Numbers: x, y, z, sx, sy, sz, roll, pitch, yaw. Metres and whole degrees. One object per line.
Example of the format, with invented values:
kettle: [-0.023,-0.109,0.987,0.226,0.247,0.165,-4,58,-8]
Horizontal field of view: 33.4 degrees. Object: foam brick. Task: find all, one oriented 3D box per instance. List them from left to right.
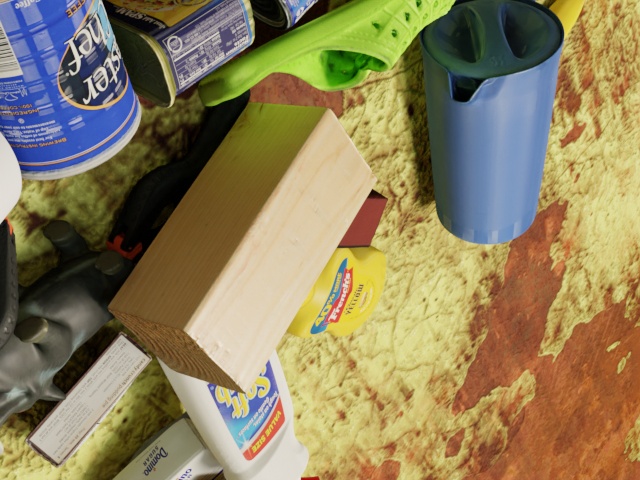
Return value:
foam brick: [0.011,-0.032,0.980,0.051,0.078,0.053,-3,119,-49]

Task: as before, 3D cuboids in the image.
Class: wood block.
wood block: [-0.055,0.001,0.819,0.206,0.091,0.090,-58,134,-23]

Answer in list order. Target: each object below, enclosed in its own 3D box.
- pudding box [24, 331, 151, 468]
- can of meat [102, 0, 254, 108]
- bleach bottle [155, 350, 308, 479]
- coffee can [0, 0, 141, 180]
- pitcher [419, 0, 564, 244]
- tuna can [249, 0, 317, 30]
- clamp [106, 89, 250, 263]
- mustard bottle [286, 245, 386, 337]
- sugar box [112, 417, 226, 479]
pudding box: [-0.184,0.126,0.857,0.113,0.039,0.090,-52,-177,-12]
can of meat: [-0.107,-0.147,0.736,0.083,0.102,0.057,-40,140,-27]
bleach bottle: [-0.069,0.126,0.921,0.102,0.068,0.251,-36,112,-28]
coffee can: [-0.180,-0.123,0.664,0.102,0.103,0.140,-39,140,-25]
pitcher: [0.173,-0.120,1.075,0.149,0.145,0.243,-18,137,-11]
tuna can: [-0.043,-0.196,0.788,0.033,0.086,0.086,-48,143,-11]
clamp: [-0.103,-0.049,0.867,0.171,0.039,0.120,-37,128,-32]
mustard bottle: [0.000,0.044,1.002,0.096,0.058,0.191,-64,158,8]
sugar box: [-0.115,0.224,1.011,0.093,0.048,0.176,-42,150,1]
